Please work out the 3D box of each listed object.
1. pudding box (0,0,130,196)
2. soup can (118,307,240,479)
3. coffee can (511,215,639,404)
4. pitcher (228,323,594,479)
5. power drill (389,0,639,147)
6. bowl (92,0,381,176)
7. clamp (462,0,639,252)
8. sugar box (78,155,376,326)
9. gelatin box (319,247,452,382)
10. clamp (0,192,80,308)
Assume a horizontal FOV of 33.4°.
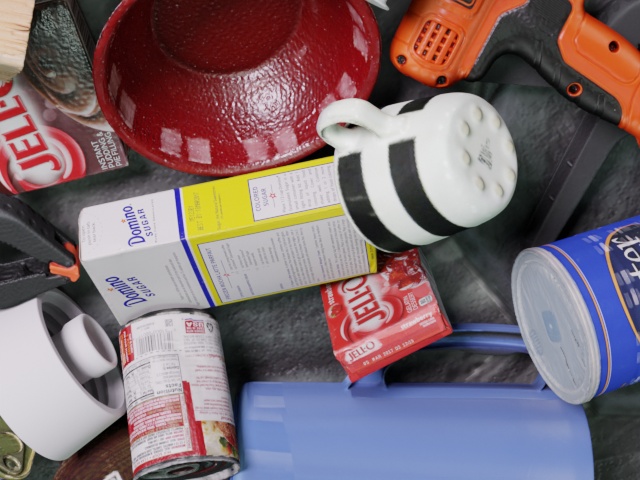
[{"bbox_3d":[-0.172,-0.087,0.633,0.090,0.039,0.113,-14,119,3],"label":"pudding box"},{"bbox_3d":[-0.092,0.102,0.688,0.068,0.102,0.068,-9,156,-4],"label":"soup can"},{"bbox_3d":[0.209,0.035,0.687,0.140,0.103,0.103,-17,120,-11],"label":"coffee can"},{"bbox_3d":[0.059,0.149,0.745,0.242,0.149,0.145,4,144,-5],"label":"pitcher"},{"bbox_3d":[0.156,-0.142,0.600,0.187,0.057,0.184,28,106,0],"label":"power drill"},{"bbox_3d":[-0.049,-0.111,0.607,0.162,0.055,0.162,-9,140,-8],"label":"bowl"},{"bbox_3d":[0.170,-0.102,0.661,0.210,0.036,0.164,-36,115,16],"label":"clamp"},{"bbox_3d":[-0.054,0.000,0.672,0.176,0.048,0.093,-9,149,1],"label":"sugar box"},{"bbox_3d":[0.041,0.043,0.698,0.073,0.089,0.030,-26,119,9],"label":"gelatin box"},{"bbox_3d":[-0.231,-0.006,0.637,0.171,0.039,0.120,-1,129,-13],"label":"clamp"}]
